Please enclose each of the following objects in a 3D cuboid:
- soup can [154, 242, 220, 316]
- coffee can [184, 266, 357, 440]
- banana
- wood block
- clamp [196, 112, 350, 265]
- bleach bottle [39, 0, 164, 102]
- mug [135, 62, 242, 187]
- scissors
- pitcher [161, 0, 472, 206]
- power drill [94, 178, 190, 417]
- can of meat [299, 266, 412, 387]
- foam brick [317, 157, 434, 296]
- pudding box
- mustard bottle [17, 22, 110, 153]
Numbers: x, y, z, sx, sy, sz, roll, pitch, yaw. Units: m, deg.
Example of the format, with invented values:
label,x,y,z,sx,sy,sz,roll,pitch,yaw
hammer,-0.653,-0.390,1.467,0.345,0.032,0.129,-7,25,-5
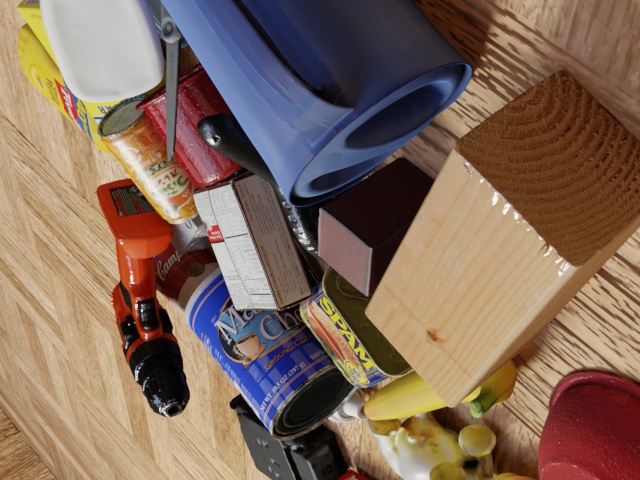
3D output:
label,x,y,z,sx,sy,sz,roll,pitch,yaw
soup can,-0.122,0.050,1.102,0.102,0.068,0.068,38,149,32
coffee can,-0.042,0.093,0.960,0.140,0.102,0.103,49,154,27
banana,0.095,0.108,0.796,0.037,0.069,0.198,70,158,5
wood block,0.107,0.008,0.633,0.091,0.090,0.206,48,153,14
clamp,-0.018,-0.064,0.772,0.036,0.164,0.210,-18,132,22
bleach bottle,-0.161,-0.214,0.763,0.102,0.068,0.251,79,178,-46
mug,-0.077,-0.101,0.842,0.117,0.093,0.081,-25,106,28
scissors,-0.093,-0.165,0.766,0.096,0.016,0.202,-11,86,42
pitcher,-0.034,-0.150,0.638,0.243,0.144,0.149,54,158,11
power drill,-0.166,0.050,1.004,0.184,0.057,0.188,-124,30,-47
can of meat,0.034,0.067,0.866,0.102,0.057,0.084,54,157,4
foam brick,0.044,-0.011,0.734,0.051,0.078,0.053,41,148,30
pudding box,-0.056,0.001,0.868,0.090,0.039,0.113,-7,106,62
mustard bottle,-0.230,-0.142,1.071,0.192,0.058,0.096,42,153,30
